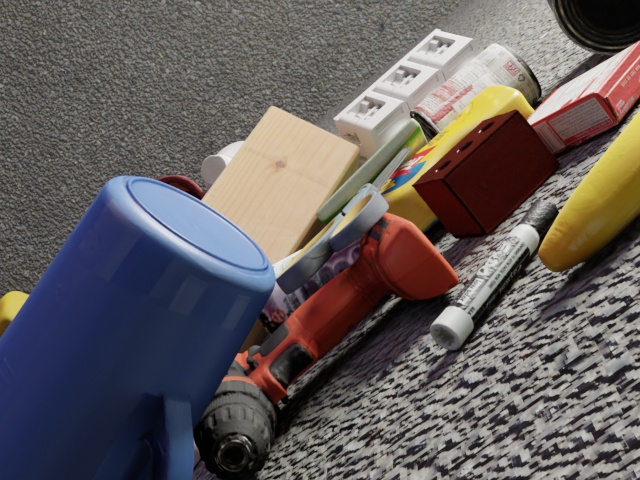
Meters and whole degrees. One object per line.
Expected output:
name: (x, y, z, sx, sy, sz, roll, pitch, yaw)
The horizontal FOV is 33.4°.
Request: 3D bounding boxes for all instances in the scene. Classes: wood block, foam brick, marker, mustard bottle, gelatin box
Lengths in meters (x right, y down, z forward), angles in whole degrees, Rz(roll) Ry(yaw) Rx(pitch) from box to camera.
wood block: (-0.056, 0.001, 0.886, 0.206, 0.091, 0.090, -57, -13, -29)
foam brick: (0.115, -0.045, 0.739, 0.078, 0.051, 0.053, -42, 9, -16)
marker: (0.100, 0.016, 0.596, 0.121, 0.020, 0.020, -46, 10, -33)
mustard bottle: (0.081, -0.040, 0.831, 0.191, 0.058, 0.096, -41, 7, -6)
gelatin box: (0.188, -0.096, 0.757, 0.073, 0.030, 0.089, -44, 10, -35)

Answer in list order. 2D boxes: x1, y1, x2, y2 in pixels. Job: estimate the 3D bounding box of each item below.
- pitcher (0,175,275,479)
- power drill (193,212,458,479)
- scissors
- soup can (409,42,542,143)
pitcher: (-0.124, 0.095, 0.592, 0.243, 0.149, 0.145, -57, 0, 12)
power drill: (-0.004, 0.063, 0.668, 0.187, 0.057, 0.184, -40, 9, -1)
scissors: (0.039, -0.032, 0.730, 0.201, 0.016, 0.096, -47, 8, -39)
soup can: (0.141, -0.123, 0.969, 0.102, 0.068, 0.068, -40, 8, -4)
